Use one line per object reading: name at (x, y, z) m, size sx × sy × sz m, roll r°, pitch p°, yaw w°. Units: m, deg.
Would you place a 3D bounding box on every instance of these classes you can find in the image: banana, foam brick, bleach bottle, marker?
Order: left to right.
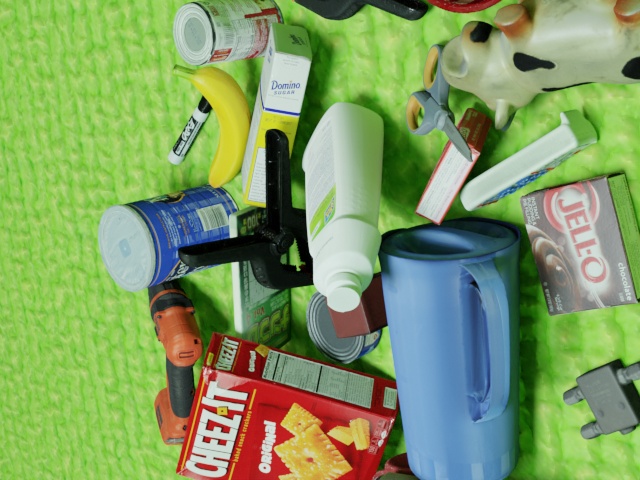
marker at (-0.154, -0.137, 1.293) m, size 0.020 × 0.020 × 0.121 m, roll 54°, pitch 134°, yaw 18°
banana at (-0.110, -0.130, 1.202) m, size 0.070 × 0.037 × 0.198 m, roll 3°, pitch 142°, yaw 12°
bleach bottle at (0.020, -0.024, 1.008) m, size 0.250 × 0.068 × 0.103 m, roll -87°, pitch 20°, yaw -50°
foam brick at (0.052, 0.064, 1.104) m, size 0.053 × 0.078 × 0.051 m, roll -15°, pitch 93°, yaw 47°

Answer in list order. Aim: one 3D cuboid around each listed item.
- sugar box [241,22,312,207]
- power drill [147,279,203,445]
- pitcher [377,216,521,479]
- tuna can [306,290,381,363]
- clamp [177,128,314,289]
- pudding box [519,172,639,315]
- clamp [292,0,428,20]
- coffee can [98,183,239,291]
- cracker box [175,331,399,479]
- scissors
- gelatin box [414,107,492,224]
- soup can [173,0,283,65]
sugar box at (-0.047, -0.132, 1.137) m, size 0.093 × 0.048 × 0.176 m, roll -99°, pitch 22°, yaw -58°
power drill at (-0.188, 0.151, 1.365) m, size 0.184 × 0.057 × 0.188 m, roll -120°, pitch 27°, yaw -57°
pitcher at (0.130, 0.108, 0.999) m, size 0.145 × 0.149 × 0.243 m, roll 3°, pitch 109°, yaw 29°
tuna can at (0.026, 0.090, 1.171) m, size 0.086 × 0.033 × 0.086 m, roll 16°, pitch 114°, yaw 42°
clamp at (-0.057, 0.001, 1.124) m, size 0.036 × 0.164 × 0.210 m, roll 31°, pitch 164°, yaw 37°
pudding box at (0.231, 0.004, 0.930) m, size 0.090 × 0.039 × 0.113 m, roll -14°, pitch 92°, yaw 46°
clamp at (0.032, -0.271, 1.046) m, size 0.172 × 0.039 × 0.120 m, roll 6°, pitch 106°, yaw 45°
coffee can at (-0.177, -0.005, 1.270) m, size 0.103 × 0.140 × 0.103 m, roll 17°, pitch 114°, yaw 42°
cracker box at (-0.037, 0.208, 1.165) m, size 0.213 × 0.072 × 0.164 m, roll 16°, pitch 121°, yaw -2°
scissors at (0.113, -0.127, 0.952) m, size 0.202 × 0.016 × 0.096 m, roll -138°, pitch 60°, yaw -75°
gelatin box at (0.123, -0.070, 0.990) m, size 0.030 × 0.073 × 0.089 m, roll 27°, pitch 126°, yaw 3°
soup can at (-0.099, -0.226, 1.147) m, size 0.069 × 0.102 × 0.068 m, roll 17°, pitch 114°, yaw 41°
